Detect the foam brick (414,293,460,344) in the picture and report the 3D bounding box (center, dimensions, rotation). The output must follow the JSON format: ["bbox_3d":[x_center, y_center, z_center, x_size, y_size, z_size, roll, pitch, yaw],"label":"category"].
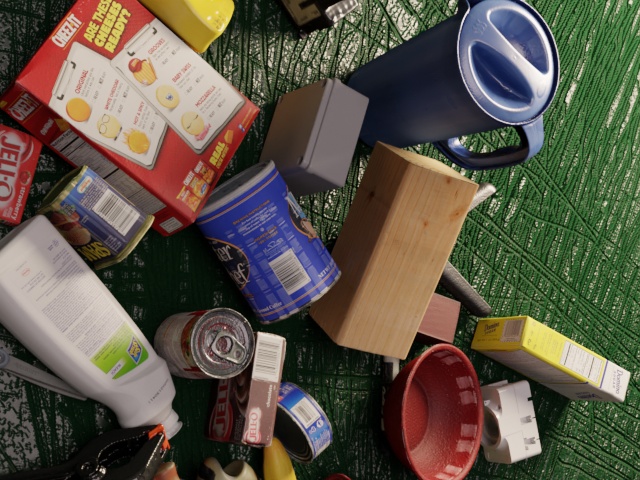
[{"bbox_3d":[0.113,0.085,1.230,0.078,0.053,0.051,21,74,-27],"label":"foam brick"}]

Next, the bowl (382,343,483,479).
[{"bbox_3d":[0.119,0.197,1.204,0.161,0.055,0.162,6,83,-49],"label":"bowl"}]

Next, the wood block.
[{"bbox_3d":[0.075,0.011,1.146,0.090,0.091,0.206,15,104,-27],"label":"wood block"}]

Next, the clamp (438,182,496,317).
[{"bbox_3d":[0.126,-0.007,1.257,0.209,0.036,0.164,14,78,-28],"label":"clamp"}]

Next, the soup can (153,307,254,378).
[{"bbox_3d":[-0.118,0.104,1.065,0.068,0.102,0.068,4,82,-30],"label":"soup can"}]

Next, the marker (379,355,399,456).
[{"bbox_3d":[0.079,0.185,1.218,0.020,0.020,0.121,8,80,-29],"label":"marker"}]

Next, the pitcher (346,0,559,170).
[{"bbox_3d":[0.135,-0.159,1.160,0.144,0.243,0.149,19,75,-27],"label":"pitcher"}]

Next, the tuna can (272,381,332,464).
[{"bbox_3d":[-0.028,0.190,1.118,0.033,0.086,0.086,-38,103,-29],"label":"tuna can"}]

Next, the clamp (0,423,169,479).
[{"bbox_3d":[-0.211,0.230,0.982,0.171,0.120,0.039,-25,137,-18],"label":"clamp"}]

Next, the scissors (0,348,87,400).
[{"bbox_3d":[-0.309,0.090,1.007,0.201,0.016,0.096,13,78,-28],"label":"scissors"}]

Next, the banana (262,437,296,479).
[{"bbox_3d":[-0.043,0.308,1.112,0.069,0.037,0.198,45,45,-65],"label":"banana"}]

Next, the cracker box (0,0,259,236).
[{"bbox_3d":[-0.186,-0.132,1.060,0.213,0.072,0.164,39,55,-20],"label":"cracker box"}]

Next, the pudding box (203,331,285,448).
[{"bbox_3d":[-0.078,0.152,1.091,0.039,0.090,0.113,17,76,-29],"label":"pudding box"}]

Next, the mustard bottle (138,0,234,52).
[{"bbox_3d":[-0.177,-0.278,1.087,0.191,0.058,0.096,39,29,-20],"label":"mustard bottle"}]

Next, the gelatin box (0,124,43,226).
[{"bbox_3d":[-0.312,-0.067,1.015,0.073,0.030,0.089,20,75,-27],"label":"gelatin box"}]

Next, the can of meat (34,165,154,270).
[{"bbox_3d":[-0.219,-0.023,1.023,0.084,0.102,0.057,42,66,-18],"label":"can of meat"}]

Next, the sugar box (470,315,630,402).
[{"bbox_3d":[0.280,0.145,1.297,0.176,0.093,0.048,26,72,-26],"label":"sugar box"}]

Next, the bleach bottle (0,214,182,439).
[{"bbox_3d":[-0.225,0.100,1.025,0.250,0.068,0.102,53,51,-16],"label":"bleach bottle"}]

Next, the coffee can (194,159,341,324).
[{"bbox_3d":[-0.057,0.001,1.112,0.102,0.103,0.140,-39,104,-28],"label":"coffee can"}]
